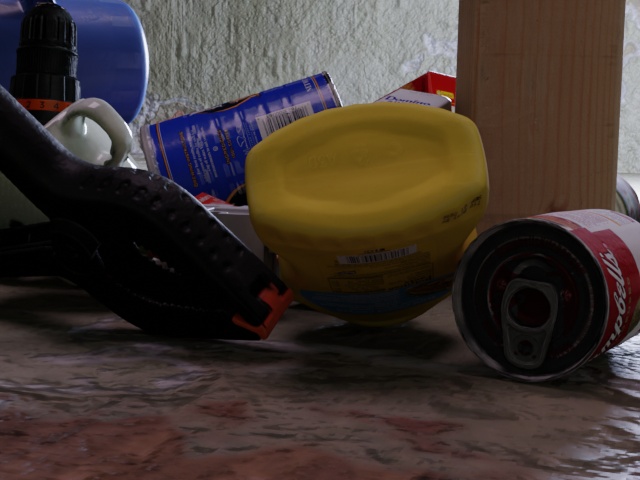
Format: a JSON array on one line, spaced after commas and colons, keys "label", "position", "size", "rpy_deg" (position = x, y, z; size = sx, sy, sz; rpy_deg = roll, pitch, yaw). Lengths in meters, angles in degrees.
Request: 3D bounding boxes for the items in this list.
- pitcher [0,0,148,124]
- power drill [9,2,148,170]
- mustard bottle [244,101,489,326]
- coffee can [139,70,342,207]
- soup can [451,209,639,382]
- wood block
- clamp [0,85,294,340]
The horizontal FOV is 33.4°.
[{"label": "pitcher", "position": [-0.260, -0.147, 0.836], "size": [0.242, 0.145, 0.149], "rpy_deg": [-6, 8, -34]}, {"label": "power drill", "position": [-0.161, -0.073, 0.816], "size": [0.057, 0.184, 0.187], "rpy_deg": [2, -4, 36]}, {"label": "mustard bottle", "position": [0.026, 0.001, 0.501], "size": [0.096, 0.058, 0.191], "rpy_deg": [-10, -19, 3]}, {"label": "coffee can", "position": [-0.048, -0.054, 0.774], "size": [0.140, 0.103, 0.103], "rpy_deg": [-17, 8, -2]}, {"label": "soup can", "position": [0.111, 0.021, 0.479], "size": [0.069, 0.068, 0.102], "rpy_deg": [6, 7, 31]}, {"label": "wood block", "position": [0.133, -0.070, 0.670], "size": [0.091, 0.206, 0.090], "rpy_deg": [1, 7, 0]}, {"label": "clamp", "position": [-0.111, -0.014, 0.493], "size": [0.210, 0.164, 0.036], "rpy_deg": [19, 49, 19]}]
